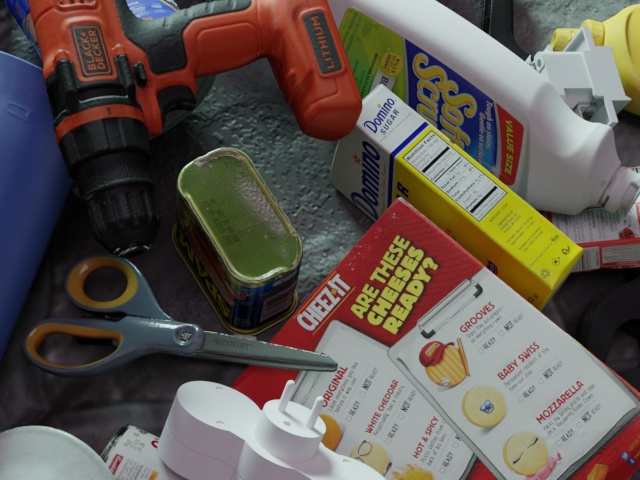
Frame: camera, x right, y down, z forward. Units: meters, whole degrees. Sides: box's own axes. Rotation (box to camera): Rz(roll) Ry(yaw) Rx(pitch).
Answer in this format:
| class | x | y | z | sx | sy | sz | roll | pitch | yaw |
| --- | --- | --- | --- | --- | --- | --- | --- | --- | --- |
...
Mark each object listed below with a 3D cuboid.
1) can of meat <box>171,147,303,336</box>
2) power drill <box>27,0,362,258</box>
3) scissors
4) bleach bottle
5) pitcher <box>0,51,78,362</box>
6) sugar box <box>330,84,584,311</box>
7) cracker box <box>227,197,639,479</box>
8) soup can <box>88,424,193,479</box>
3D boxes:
| class | x | y | z | sx | sy | sz | roll | pitch | yaw |
| --- | --- | --- | --- | --- | --- | --- | --- | --- | --- |
| can of meat | -0.055 | 0.001 | 0.700 | 0.057 | 0.084 | 0.102 | -27 | 71 | -19 |
| power drill | -0.072 | -0.088 | 0.651 | 0.187 | 0.057 | 0.184 | -10 | 75 | -26 |
| scissors | -0.087 | 0.045 | 0.663 | 0.202 | 0.016 | 0.096 | -5 | 55 | 11 |
| bleach bottle | 0.108 | -0.097 | 0.732 | 0.251 | 0.103 | 0.068 | 32 | 41 | 15 |
| pitcher | -0.243 | 0.005 | 0.648 | 0.149 | 0.145 | 0.242 | 9 | 66 | 9 |
| sugar box | 0.086 | -0.017 | 0.722 | 0.176 | 0.093 | 0.048 | 39 | 65 | 12 |
| cracker box | 0.077 | 0.106 | 0.661 | 0.214 | 0.072 | 0.164 | 40 | 79 | 12 |
| soup can | -0.083 | 0.159 | 0.629 | 0.102 | 0.068 | 0.068 | 24 | 64 | 5 |
